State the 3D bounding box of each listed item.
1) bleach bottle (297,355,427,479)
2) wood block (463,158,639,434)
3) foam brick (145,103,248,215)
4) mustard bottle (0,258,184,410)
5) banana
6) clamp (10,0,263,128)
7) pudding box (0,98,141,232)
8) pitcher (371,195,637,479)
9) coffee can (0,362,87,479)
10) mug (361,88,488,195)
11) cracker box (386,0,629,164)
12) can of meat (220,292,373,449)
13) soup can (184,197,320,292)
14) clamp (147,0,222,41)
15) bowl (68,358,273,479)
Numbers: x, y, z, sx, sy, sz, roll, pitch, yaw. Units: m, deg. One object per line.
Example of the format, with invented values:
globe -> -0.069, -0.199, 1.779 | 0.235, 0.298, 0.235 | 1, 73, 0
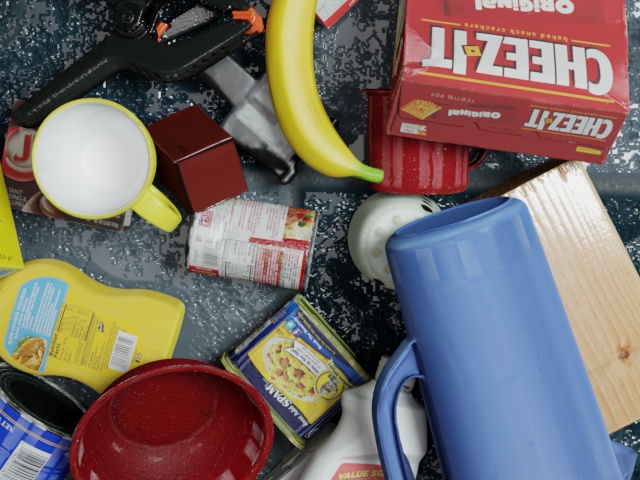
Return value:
bleach bottle -> 0.013, 0.209, 0.832 | 0.102, 0.068, 0.251 | 19, 92, -3
wood block -> 0.206, 0.043, 0.866 | 0.091, 0.090, 0.206 | -27, 93, 2
foam brick -> -0.101, -0.066, 0.856 | 0.053, 0.078, 0.051 | -26, 126, -15
mustard bottle -> -0.217, 0.068, 0.889 | 0.191, 0.058, 0.096 | 18, 100, -1
banana -> -0.009, -0.132, 0.836 | 0.069, 0.037, 0.198 | -15, 91, -6
clamp -> -0.151, -0.161, 0.842 | 0.210, 0.036, 0.164 | 8, 88, 13
pudding box -> -0.206, -0.062, 0.888 | 0.113, 0.039, 0.090 | 12, 93, -1
pitcher -> 0.121, 0.100, 0.782 | 0.145, 0.149, 0.243 | -13, 98, 36
coffee can -> -0.266, 0.187, 0.877 | 0.103, 0.103, 0.140 | 35, 94, -2
mug -> 0.089, -0.082, 0.865 | 0.117, 0.093, 0.081 | -5, 101, -30
cracker box -> 0.142, -0.171, 0.806 | 0.164, 0.072, 0.213 | 8, 58, 0
can of meat -> -0.018, 0.107, 0.890 | 0.084, 0.057, 0.102 | -42, 93, 2
soup can -> -0.056, 0.001, 0.877 | 0.102, 0.068, 0.068 | 9, 94, 0
clamp -> -0.084, -0.233, 0.874 | 0.120, 0.039, 0.171 | 24, 101, -5
bowl -> -0.121, 0.150, 0.855 | 0.162, 0.055, 0.162 | -8, 123, -13
